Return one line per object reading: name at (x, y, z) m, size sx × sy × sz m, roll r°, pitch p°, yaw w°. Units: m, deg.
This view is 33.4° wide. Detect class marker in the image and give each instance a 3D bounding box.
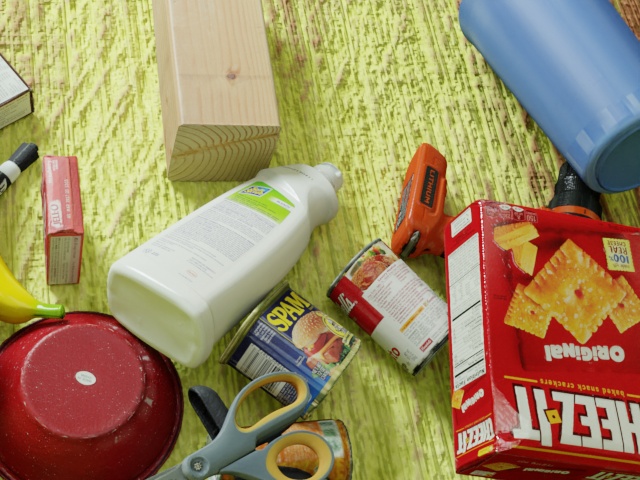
marker at (-0.280, -0.041, 0.900) m, size 0.020 × 0.020 × 0.121 m, roll 33°, pitch 59°, yaw 6°

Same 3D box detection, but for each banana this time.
banana at (-0.265, -0.008, 0.851) m, size 0.069 × 0.037 × 0.198 m, roll -22°, pitch 69°, yaw -13°

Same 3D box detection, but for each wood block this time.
wood block at (-0.099, -0.165, 0.973) m, size 0.090 × 0.090 × 0.206 m, roll -1°, pitch 61°, yaw -15°

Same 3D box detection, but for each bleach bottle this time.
bleach bottle at (-0.056, 0.001, 0.883) m, size 0.103 × 0.068 × 0.250 m, roll 29°, pitch 42°, yaw 23°

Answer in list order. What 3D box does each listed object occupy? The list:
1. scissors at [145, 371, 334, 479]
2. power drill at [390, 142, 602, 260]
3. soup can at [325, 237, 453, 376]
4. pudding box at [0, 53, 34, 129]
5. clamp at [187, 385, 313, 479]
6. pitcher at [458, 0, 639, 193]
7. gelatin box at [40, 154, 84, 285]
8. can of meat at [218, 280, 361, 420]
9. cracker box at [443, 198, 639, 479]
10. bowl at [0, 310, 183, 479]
scissors at (-0.067, 0.166, 0.729) m, size 0.096 × 0.016 × 0.201 m, roll 47°, pitch 54°, yaw 5°
power drill at (0.167, -0.024, 0.977) m, size 0.187 × 0.057 × 0.184 m, roll 18°, pitch 58°, yaw -3°
soup can at (0.064, 0.056, 0.901) m, size 0.102 × 0.069 × 0.068 m, roll 43°, pitch 60°, yaw 11°
pudding box at (-0.321, -0.127, 0.928) m, size 0.113 × 0.039 × 0.090 m, roll -35°, pitch 74°, yaw -26°
clamp at (-0.053, 0.196, 0.756) m, size 0.171 × 0.039 × 0.120 m, roll 37°, pitch 66°, yaw -3°
pitcher at (0.246, -0.159, 1.009) m, size 0.149 × 0.145 × 0.243 m, roll -14°, pitch 53°, yaw -16°
gelatin box at (-0.209, -0.016, 0.861) m, size 0.030 × 0.089 × 0.073 m, roll -3°, pitch 62°, yaw -16°
can of meat at (-0.021, 0.088, 0.850) m, size 0.084 × 0.057 × 0.102 m, roll 36°, pitch 23°, yaw 5°
cracker box at (0.189, 0.083, 0.851) m, size 0.164 × 0.072 × 0.213 m, roll 10°, pitch 61°, yaw -18°
bowl at (-0.182, 0.116, 0.815) m, size 0.162 × 0.055 × 0.162 m, roll 6°, pitch 60°, yaw -11°
